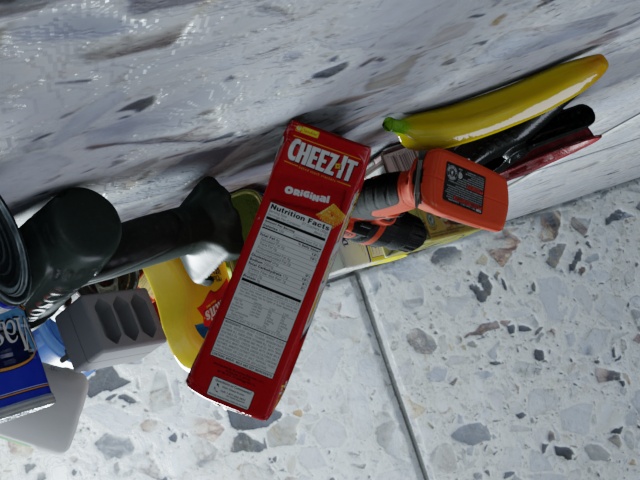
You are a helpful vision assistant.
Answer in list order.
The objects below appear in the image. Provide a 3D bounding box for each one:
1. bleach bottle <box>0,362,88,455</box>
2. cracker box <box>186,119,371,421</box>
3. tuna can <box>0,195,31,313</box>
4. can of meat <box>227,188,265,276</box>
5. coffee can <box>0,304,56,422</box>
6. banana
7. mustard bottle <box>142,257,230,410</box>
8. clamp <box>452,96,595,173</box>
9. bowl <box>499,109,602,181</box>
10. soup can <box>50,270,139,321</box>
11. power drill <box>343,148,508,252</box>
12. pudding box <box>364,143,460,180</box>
[{"bbox_3d":[-0.307,0.098,0.804,0.250,0.068,0.103,19,169,-16],"label":"bleach bottle"},{"bbox_3d":[-0.031,0.026,0.840,0.072,0.213,0.164,21,176,2],"label":"cracker box"},{"bbox_3d":[-0.200,0.004,0.608,0.034,0.086,0.086,-21,175,6],"label":"tuna can"},{"bbox_3d":[-0.057,0.001,1.035,0.057,0.102,0.083,-20,173,14],"label":"can of meat"},{"bbox_3d":[-0.247,0.059,0.713,0.103,0.140,0.103,-19,175,-2],"label":"coffee can"},{"bbox_3d":[0.148,-0.112,0.916,0.197,0.037,0.069,-19,177,-2],"label":"banana"},{"bbox_3d":[-0.114,0.068,1.017,0.058,0.191,0.096,-22,174,28],"label":"mustard bottle"},{"bbox_3d":[0.190,-0.097,1.027,0.172,0.039,0.120,-32,154,21],"label":"clamp"},{"bbox_3d":[0.213,-0.102,1.138,0.162,0.055,0.162,-22,177,-2],"label":"bowl"},{"bbox_3d":[-0.227,0.043,1.036,0.068,0.068,0.102,-15,175,-35],"label":"soup can"},{"bbox_3d":[0.080,-0.030,0.995,0.184,0.057,0.188,16,163,-39],"label":"power drill"},{"bbox_3d":[0.102,-0.080,1.090,0.113,0.039,0.090,-18,175,-18],"label":"pudding box"}]
